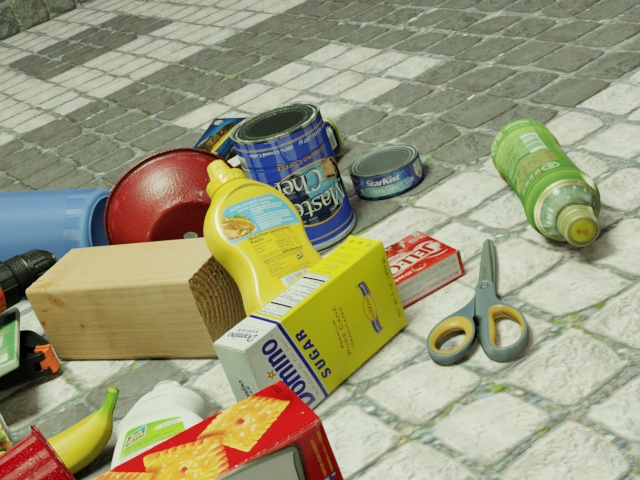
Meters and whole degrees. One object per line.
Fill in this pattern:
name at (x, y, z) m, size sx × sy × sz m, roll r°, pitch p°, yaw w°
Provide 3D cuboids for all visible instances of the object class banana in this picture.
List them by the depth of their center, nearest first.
banana at (-0.260, 0.183, 0.908) m, size 0.197 × 0.069 × 0.037 m, roll -17°, pitch 8°, yaw -13°

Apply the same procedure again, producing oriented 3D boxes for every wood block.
wood block at (-0.181, 0.060, 1.083) m, size 0.206 × 0.090 × 0.090 m, roll -5°, pitch 28°, yaw 29°

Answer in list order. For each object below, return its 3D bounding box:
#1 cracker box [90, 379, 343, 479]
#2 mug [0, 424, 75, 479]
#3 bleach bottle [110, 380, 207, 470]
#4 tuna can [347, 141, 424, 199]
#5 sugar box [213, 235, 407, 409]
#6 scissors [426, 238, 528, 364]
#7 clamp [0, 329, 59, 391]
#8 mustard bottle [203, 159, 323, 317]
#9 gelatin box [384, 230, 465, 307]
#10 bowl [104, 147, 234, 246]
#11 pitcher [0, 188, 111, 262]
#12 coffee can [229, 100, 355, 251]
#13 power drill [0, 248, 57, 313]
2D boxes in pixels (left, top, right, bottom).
cracker box at (-0.078, 0.206, 0.629) m, size 0.213 × 0.164 × 0.072 m, roll -26°, pitch 24°, yaw -15°
mug at (-0.235, 0.208, 0.841) m, size 0.081 × 0.093 × 0.117 m, roll -35°, pitch -2°, yaw -21°
bleach bottle at (-0.113, 0.180, 0.828) m, size 0.102 × 0.068 × 0.251 m, roll -18°, pitch 23°, yaw 1°
tuna can at (0.077, -0.082, 1.252) m, size 0.086 × 0.034 × 0.086 m, roll -16°, pitch 25°, yaw 7°
sugar box at (-0.003, 0.080, 0.915) m, size 0.048 × 0.093 × 0.176 m, roll 7°, pitch 37°, yaw 44°
scissors at (0.132, 0.055, 0.959) m, size 0.096 × 0.016 × 0.202 m, roll -18°, pitch 25°, yaw 3°
clamp at (-0.360, 0.125, 1.141) m, size 0.210 × 0.036 × 0.164 m, roll -10°, pitch 25°, yaw 23°
mustard bottle at (-0.057, 0.002, 1.016) m, size 0.096 × 0.058 × 0.192 m, roll -20°, pitch 67°, yaw -30°
gelatin box at (0.083, 0.029, 1.029) m, size 0.089 × 0.030 × 0.073 m, roll -28°, pitch 27°, yaw -18°
bowl at (-0.147, -0.016, 1.142) m, size 0.162 × 0.162 × 0.055 m, roll -23°, pitch 37°, yaw -8°
pitcher at (-0.352, 0.000, 1.302) m, size 0.243 × 0.145 × 0.149 m, roll -4°, pitch 43°, yaw 22°
coffee can at (-0.029, -0.069, 1.175) m, size 0.103 × 0.140 × 0.103 m, roll -16°, pitch 25°, yaw 7°
power drill at (-0.390, 0.064, 1.148) m, size 0.184 × 0.057 × 0.188 m, roll -27°, pitch 8°, yaw -34°
